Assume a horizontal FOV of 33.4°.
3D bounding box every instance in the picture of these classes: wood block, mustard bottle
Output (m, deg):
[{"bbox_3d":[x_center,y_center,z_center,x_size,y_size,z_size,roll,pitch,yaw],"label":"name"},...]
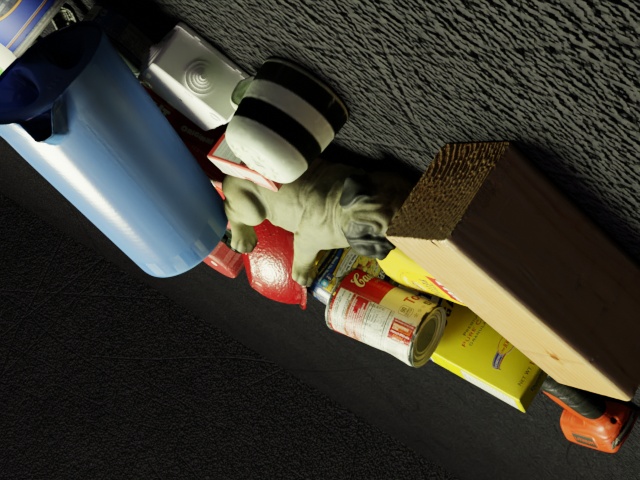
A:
[{"bbox_3d":[0.162,0.023,0.807,0.206,0.090,0.091,39,166,-22],"label":"wood block"},{"bbox_3d":[0.137,0.031,0.983,0.096,0.058,0.192,40,167,-34],"label":"mustard bottle"}]

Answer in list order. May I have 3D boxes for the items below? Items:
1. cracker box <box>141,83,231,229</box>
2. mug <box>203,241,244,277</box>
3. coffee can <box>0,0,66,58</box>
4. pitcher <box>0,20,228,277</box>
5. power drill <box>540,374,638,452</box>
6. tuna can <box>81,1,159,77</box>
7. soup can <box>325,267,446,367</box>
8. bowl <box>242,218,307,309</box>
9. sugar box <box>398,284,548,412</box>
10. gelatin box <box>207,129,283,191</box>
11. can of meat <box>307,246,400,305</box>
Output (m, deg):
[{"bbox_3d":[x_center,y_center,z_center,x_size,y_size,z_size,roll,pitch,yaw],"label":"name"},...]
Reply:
[{"bbox_3d":[-0.149,-0.100,1.202,0.164,0.072,0.214,33,168,5],"label":"cracker box"},{"bbox_3d":[-0.143,-0.005,1.544,0.117,0.081,0.093,26,166,33],"label":"mug"},{"bbox_3d":[-0.292,-0.245,0.939,0.140,0.102,0.103,39,168,-19],"label":"coffee can"},{"bbox_3d":[-0.193,-0.084,1.018,0.145,0.149,0.242,11,147,44],"label":"pitcher"},{"bbox_3d":[0.246,0.158,1.192,0.187,0.057,0.185,38,168,-17],"label":"power drill"},{"bbox_3d":[-0.196,-0.194,1.048,0.086,0.033,0.086,33,168,7],"label":"tuna can"},{"bbox_3d":[0.065,0.077,1.064,0.102,0.068,0.068,24,165,28],"label":"soup can"},{"bbox_3d":[-0.058,0.001,1.169,0.162,0.055,0.162,169,90,-82],"label":"bowl"},{"bbox_3d":[0.154,0.090,1.088,0.176,0.093,0.048,28,166,28],"label":"sugar box"},{"bbox_3d":[-0.051,-0.089,0.978,0.089,0.073,0.030,21,162,47],"label":"gelatin box"},{"bbox_3d":[0.044,0.037,1.157,0.084,0.102,0.057,33,169,13],"label":"can of meat"}]
